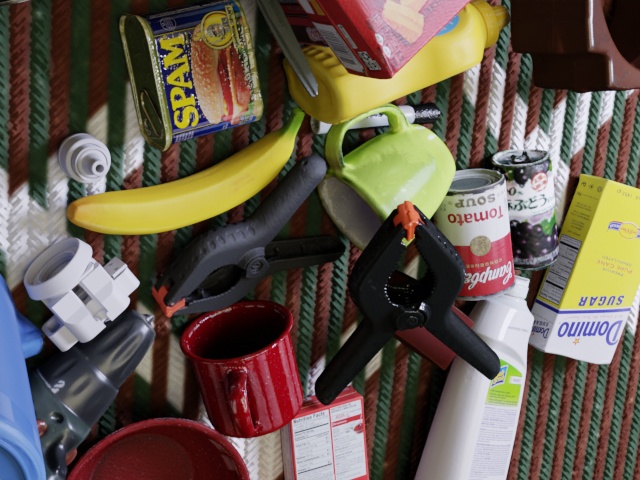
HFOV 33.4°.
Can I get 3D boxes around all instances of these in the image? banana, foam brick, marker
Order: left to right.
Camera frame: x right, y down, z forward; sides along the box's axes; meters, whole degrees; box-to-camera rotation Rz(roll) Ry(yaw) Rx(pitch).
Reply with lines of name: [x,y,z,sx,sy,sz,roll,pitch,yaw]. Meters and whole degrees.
banana: [-0.099,-0.044,0.832,0.197,0.037,0.069,-26,134,-14]
marker: [0.049,-0.104,0.908,0.120,0.020,0.020,-8,107,-26]
foam brick: [0.088,0.070,0.959,0.078,0.051,0.053,38,84,-30]

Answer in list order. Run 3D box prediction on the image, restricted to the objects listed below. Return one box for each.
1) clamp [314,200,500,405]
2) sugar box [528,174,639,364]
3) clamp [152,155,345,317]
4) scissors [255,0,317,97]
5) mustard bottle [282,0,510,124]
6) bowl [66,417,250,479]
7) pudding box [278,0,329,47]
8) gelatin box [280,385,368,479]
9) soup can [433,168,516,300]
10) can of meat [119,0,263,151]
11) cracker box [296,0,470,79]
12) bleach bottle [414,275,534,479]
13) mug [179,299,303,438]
clamp: [0.081,0.056,0.879,0.164,0.036,0.210,-4,131,-9]
sugar box: [0.270,0.030,1.045,0.093,0.048,0.176,13,96,-30]
clamp: [-0.056,0.001,0.856,0.171,0.039,0.120,-26,135,-21]
scissors: [-0.039,-0.212,0.797,0.096,0.016,0.201,-44,99,-22]
mustard bottle: [0.072,-0.153,0.862,0.191,0.096,0.058,-24,117,-20]
bowl: [-0.140,0.210,0.872,0.161,0.055,0.162,-6,107,-20]
pudding box: [0.031,-0.186,0.835,0.113,0.090,0.039,-26,114,-20]
gelatin box: [0.003,0.181,0.958,0.073,0.030,0.089,-13,109,-23]
soup can: [0.136,-0.006,0.953,0.068,0.069,0.102,-17,111,-23]
can of meat: [-0.096,-0.128,0.805,0.083,0.058,0.102,-18,112,-25]
cracker box: [0.063,-0.243,0.741,0.213,0.072,0.164,-45,119,-10]
bleach bottle: [0.154,0.154,1.008,0.102,0.068,0.251,14,92,-51]
mug: [-0.059,0.112,0.860,0.093,0.117,0.081,-11,116,1]
